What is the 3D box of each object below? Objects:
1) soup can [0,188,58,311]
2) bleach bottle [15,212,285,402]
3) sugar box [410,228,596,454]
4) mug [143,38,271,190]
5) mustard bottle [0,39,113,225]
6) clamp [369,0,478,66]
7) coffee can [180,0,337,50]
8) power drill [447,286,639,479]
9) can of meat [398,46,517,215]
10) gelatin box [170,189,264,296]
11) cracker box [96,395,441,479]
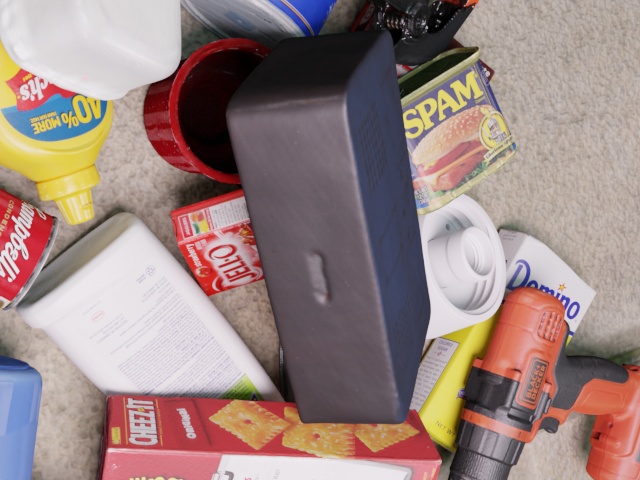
[{"bbox_3d":[-0.223,-0.009,0.658,0.102,0.069,0.068,31,80,-25],"label":"soup can"},{"bbox_3d":[-0.091,0.105,0.736,0.102,0.068,0.250,-39,113,-10],"label":"bleach bottle"},{"bbox_3d":[0.142,0.088,0.855,0.093,0.048,0.176,38,80,-26],"label":"sugar box"},{"bbox_3d":[-0.064,-0.076,0.723,0.093,0.082,0.117,-38,109,-19],"label":"mug"},{"bbox_3d":[-0.182,-0.102,0.673,0.096,0.058,0.191,-28,108,-44],"label":"mustard bottle"},{"bbox_3d":[0.050,-0.143,0.737,0.171,0.039,0.120,-17,131,-45],"label":"clamp"},{"bbox_3d":[-0.022,-0.205,0.721,0.102,0.103,0.140,32,80,-24],"label":"coffee can"},{"bbox_3d":[0.186,0.145,0.830,0.187,0.057,0.184,23,86,-35],"label":"power drill"},{"bbox_3d":[0.083,-0.078,0.764,0.102,0.058,0.084,-33,109,-18],"label":"can of meat"},{"bbox_3d":[-0.055,0.001,0.720,0.073,0.089,0.030,-17,63,-2],"label":"gelatin box"},{"bbox_3d":[-0.044,0.191,0.711,0.213,0.072,0.164,5,113,-14],"label":"cracker box"}]
